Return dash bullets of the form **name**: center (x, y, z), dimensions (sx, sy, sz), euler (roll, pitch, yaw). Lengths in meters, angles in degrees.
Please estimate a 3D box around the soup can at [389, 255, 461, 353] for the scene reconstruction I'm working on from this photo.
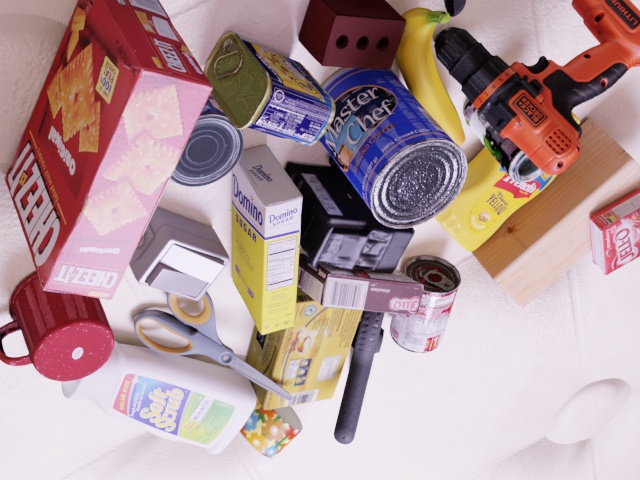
- **soup can**: center (0.125, 0.078, 1.284), dimensions (0.068, 0.068, 0.102), euler (-10, 133, -24)

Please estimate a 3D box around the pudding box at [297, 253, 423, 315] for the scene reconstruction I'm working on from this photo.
- **pudding box**: center (0.039, 0.046, 1.121), dimensions (0.113, 0.090, 0.039), euler (9, 99, -23)

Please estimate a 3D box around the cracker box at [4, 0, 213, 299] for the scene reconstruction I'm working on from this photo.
- **cracker box**: center (-0.183, -0.086, 0.878), dimensions (0.072, 0.164, 0.214), euler (11, 122, -36)

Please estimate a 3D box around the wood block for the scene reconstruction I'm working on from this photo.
- **wood block**: center (0.278, -0.031, 1.258), dimensions (0.206, 0.091, 0.090), euler (-42, 138, 9)

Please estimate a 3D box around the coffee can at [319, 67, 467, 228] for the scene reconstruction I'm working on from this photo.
- **coffee can**: center (0.064, -0.094, 1.035), dimensions (0.102, 0.140, 0.103), euler (-17, 135, -18)

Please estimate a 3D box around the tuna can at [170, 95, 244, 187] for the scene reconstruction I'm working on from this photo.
- **tuna can**: center (-0.116, -0.093, 1.007), dimensions (0.086, 0.034, 0.086), euler (-17, 135, -17)

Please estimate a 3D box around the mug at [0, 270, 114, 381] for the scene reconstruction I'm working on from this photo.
- **mug**: center (-0.263, 0.088, 1.049), dimensions (0.117, 0.081, 0.093), euler (-19, 136, -15)

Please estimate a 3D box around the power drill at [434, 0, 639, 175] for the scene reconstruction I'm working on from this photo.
- **power drill**: center (0.230, -0.183, 1.069), dimensions (0.187, 0.184, 0.057), euler (-42, 176, -11)

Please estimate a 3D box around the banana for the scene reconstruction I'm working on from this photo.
- **banana**: center (0.104, -0.165, 1.049), dimensions (0.037, 0.070, 0.197), euler (-35, 148, -8)

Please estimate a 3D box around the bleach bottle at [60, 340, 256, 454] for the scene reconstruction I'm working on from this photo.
- **bleach bottle**: center (-0.195, 0.167, 1.180), dimensions (0.250, 0.068, 0.103), euler (21, 115, -39)

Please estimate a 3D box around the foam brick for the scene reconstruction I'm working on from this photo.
- **foam brick**: center (0.029, -0.195, 0.988), dimensions (0.078, 0.051, 0.053), euler (-3, 129, -29)

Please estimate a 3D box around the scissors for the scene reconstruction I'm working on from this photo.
- **scissors**: center (-0.103, 0.107, 1.165), dimensions (0.201, 0.016, 0.096), euler (21, 106, -19)

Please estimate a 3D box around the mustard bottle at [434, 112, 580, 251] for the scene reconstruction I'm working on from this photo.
- **mustard bottle**: center (0.213, -0.076, 1.203), dimensions (0.192, 0.058, 0.096), euler (-42, 132, 9)

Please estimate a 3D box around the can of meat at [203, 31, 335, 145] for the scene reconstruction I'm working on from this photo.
- **can of meat**: center (-0.046, -0.135, 0.963), dimensions (0.083, 0.102, 0.057), euler (13, 120, -41)

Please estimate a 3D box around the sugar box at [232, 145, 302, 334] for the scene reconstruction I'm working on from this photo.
- **sugar box**: center (-0.057, 0.001, 1.086), dimensions (0.048, 0.093, 0.176), euler (-16, 134, -18)

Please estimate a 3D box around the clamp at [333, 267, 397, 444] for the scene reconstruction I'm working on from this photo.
- **clamp**: center (0.056, 0.116, 1.265), dimensions (0.036, 0.164, 0.210), euler (13, 106, 3)
